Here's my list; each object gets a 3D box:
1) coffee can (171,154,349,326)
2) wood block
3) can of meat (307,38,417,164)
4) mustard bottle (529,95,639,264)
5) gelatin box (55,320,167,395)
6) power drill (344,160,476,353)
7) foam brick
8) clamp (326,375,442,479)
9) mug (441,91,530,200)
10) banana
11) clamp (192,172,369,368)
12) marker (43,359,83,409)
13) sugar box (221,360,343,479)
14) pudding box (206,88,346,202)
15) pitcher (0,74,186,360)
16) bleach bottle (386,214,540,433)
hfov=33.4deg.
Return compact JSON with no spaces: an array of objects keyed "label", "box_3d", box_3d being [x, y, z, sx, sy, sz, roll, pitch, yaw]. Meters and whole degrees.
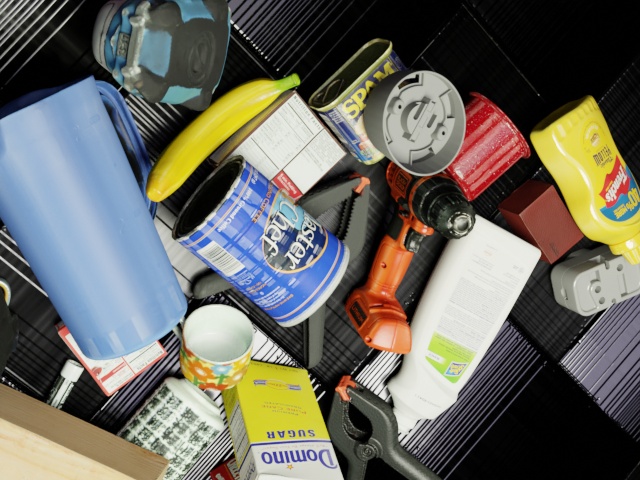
[{"label":"coffee can","box_3d":[-0.057,0.001,1.023,0.140,0.103,0.103,40,86,-20]},{"label":"wood block","box_3d":[-0.258,0.213,0.995,0.206,0.091,0.090,24,95,2]},{"label":"can of meat","box_3d":[0.053,-0.141,1.094,0.102,0.057,0.084,-44,117,-6]},{"label":"mustard bottle","box_3d":[0.309,-0.058,1.183,0.096,0.058,0.191,-37,101,-39]},{"label":"gelatin box","box_3d":[-0.208,0.099,1.064,0.073,0.030,0.089,-37,112,-11]},{"label":"power drill","box_3d":[0.091,0.017,1.086,0.057,0.184,0.188,15,106,-17]},{"label":"foam brick","box_3d":[0.247,-0.022,1.199,0.053,0.051,0.078,-39,113,-8]},{"label":"clamp","box_3d":[0.066,0.228,1.175,0.120,0.039,0.171,-11,110,11]},{"label":"mug","box_3d":[0.164,-0.092,1.139,0.081,0.093,0.117,-42,150,-2]},{"label":"banana","box_3d":[-0.106,-0.104,1.024,0.197,0.070,0.037,-45,106,-24]},{"label":"clamp","box_3d":[-0.010,0.024,1.119,0.164,0.036,0.210,42,89,-25]},{"label":"marker","box_3d":[-0.273,0.175,1.063,0.020,0.020,0.121,29,91,-25]},{"label":"sugar box","box_3d":[-0.042,0.192,1.070,0.093,0.176,0.048,11,116,-23]},{"label":"pudding box","box_3d":[-0.043,-0.085,1.080,0.113,0.039,0.090,-44,113,-8]},{"label":"pitcher","box_3d":[-0.211,-0.023,0.973,0.149,0.145,0.243,-26,106,-6]},{"label":"bleach bottle","box_3d":[0.139,0.096,1.180,0.102,0.068,0.251,28,96,-11]}]
